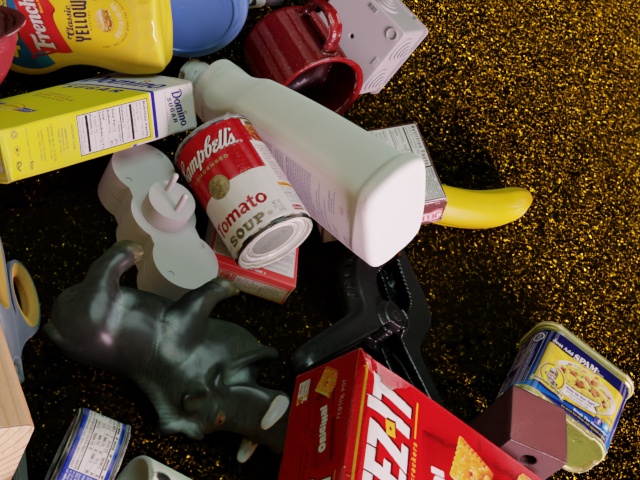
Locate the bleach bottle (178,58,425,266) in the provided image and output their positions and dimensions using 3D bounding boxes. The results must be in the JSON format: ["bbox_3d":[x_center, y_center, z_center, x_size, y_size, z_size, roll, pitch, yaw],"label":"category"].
[{"bbox_3d":[-0.028,-0.085,0.876,0.068,0.102,0.251,-39,60,-23],"label":"bleach bottle"}]

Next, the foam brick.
[{"bbox_3d":[0.147,0.160,0.826,0.053,0.078,0.051,25,43,-13],"label":"foam brick"}]

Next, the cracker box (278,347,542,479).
[{"bbox_3d":[0.070,0.196,0.711,0.213,0.072,0.164,38,41,-27],"label":"cracker box"}]

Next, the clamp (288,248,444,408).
[{"bbox_3d":[0.057,0.078,0.857,0.164,0.036,0.210,40,34,-17],"label":"clamp"}]

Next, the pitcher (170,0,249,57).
[{"bbox_3d":[-0.127,-0.276,0.969,0.144,0.149,0.243,27,39,-26],"label":"pitcher"}]

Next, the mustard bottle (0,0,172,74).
[{"bbox_3d":[-0.218,-0.181,0.852,0.191,0.096,0.058,0,28,6],"label":"mustard bottle"}]

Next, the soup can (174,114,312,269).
[{"bbox_3d":[-0.059,-0.037,0.821,0.068,0.069,0.102,-14,62,-40],"label":"soup can"}]

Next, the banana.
[{"bbox_3d":[0.127,-0.042,1.010,0.197,0.037,0.069,12,51,-24],"label":"banana"}]

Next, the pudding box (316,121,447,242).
[{"bbox_3d":[0.045,-0.053,0.940,0.113,0.039,0.090,-9,57,-13],"label":"pudding box"}]

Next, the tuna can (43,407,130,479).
[{"bbox_3d":[-0.147,0.145,0.643,0.033,0.086,0.086,25,45,-11],"label":"tuna can"}]

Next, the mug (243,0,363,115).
[{"bbox_3d":[-0.015,-0.167,0.970,0.093,0.117,0.081,-8,55,-32],"label":"mug"}]

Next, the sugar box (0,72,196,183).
[{"bbox_3d":[-0.190,-0.091,0.811,0.093,0.048,0.175,15,30,39],"label":"sugar box"}]

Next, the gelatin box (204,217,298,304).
[{"bbox_3d":[-0.056,0.001,0.863,0.073,0.030,0.089,19,46,-17],"label":"gelatin box"}]

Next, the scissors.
[{"bbox_3d":[-0.193,0.080,0.687,0.016,0.096,0.202,-19,72,4],"label":"scissors"}]

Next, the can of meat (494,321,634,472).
[{"bbox_3d":[0.204,0.133,0.901,0.102,0.058,0.083,37,46,1],"label":"can of meat"}]
